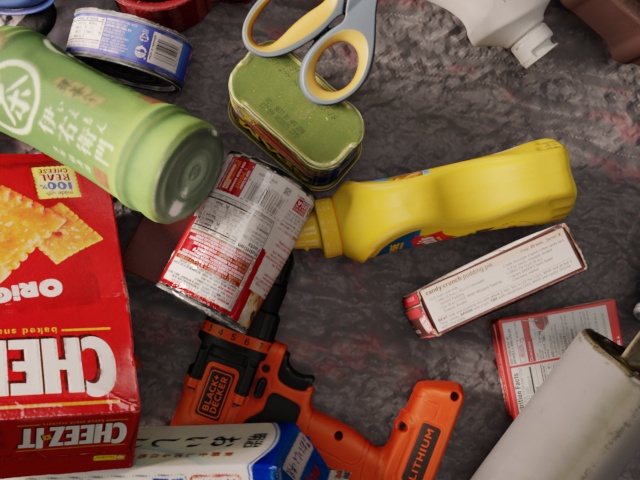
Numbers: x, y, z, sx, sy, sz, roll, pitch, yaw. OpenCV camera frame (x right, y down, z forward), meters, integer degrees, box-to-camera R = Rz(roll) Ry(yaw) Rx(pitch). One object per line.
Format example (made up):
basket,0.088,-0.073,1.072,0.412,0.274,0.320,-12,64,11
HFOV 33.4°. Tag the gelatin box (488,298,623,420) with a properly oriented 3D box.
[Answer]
gelatin box,0.171,0.085,0.765,0.089,0.030,0.073,-10,87,-2

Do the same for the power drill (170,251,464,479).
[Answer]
power drill,0.000,0.104,0.745,0.187,0.057,0.184,20,89,3

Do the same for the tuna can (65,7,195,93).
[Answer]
tuna can,-0.133,-0.131,0.744,0.086,0.086,0.034,14,86,-1

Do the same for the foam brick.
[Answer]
foam brick,-0.100,-0.004,0.752,0.053,0.051,0.078,27,85,-1

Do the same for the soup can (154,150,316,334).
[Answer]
soup can,-0.055,0.001,0.697,0.068,0.068,0.102,28,83,0

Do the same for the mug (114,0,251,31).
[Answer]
mug,-0.102,-0.192,0.752,0.117,0.081,0.093,15,85,-1

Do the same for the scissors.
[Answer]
scissors,0.046,-0.160,0.686,0.202,0.016,0.096,-27,94,7

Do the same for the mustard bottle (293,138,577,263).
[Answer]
mustard bottle,0.072,-0.023,0.737,0.191,0.096,0.058,-12,88,-3

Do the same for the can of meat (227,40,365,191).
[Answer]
can of meat,-0.017,-0.086,0.745,0.102,0.084,0.057,41,85,1

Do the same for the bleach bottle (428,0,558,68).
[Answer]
bleach bottle,0.076,-0.226,0.770,0.102,0.068,0.251,-38,89,-12

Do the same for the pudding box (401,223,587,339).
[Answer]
pudding box,0.116,0.031,0.737,0.113,0.090,0.039,-26,86,-4

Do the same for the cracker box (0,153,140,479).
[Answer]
cracker box,-0.205,0.039,0.660,0.164,0.072,0.214,-1,47,-18
